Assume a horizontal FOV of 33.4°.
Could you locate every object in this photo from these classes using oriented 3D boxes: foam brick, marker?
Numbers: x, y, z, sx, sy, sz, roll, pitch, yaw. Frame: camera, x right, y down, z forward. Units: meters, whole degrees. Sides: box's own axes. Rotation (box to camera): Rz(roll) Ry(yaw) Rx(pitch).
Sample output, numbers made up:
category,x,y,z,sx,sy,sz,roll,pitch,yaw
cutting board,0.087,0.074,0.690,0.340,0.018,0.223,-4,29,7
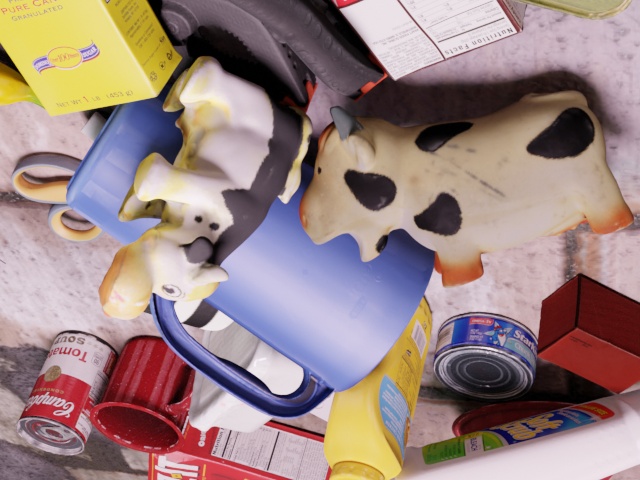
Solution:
category,x,y,z,sx,sy,sz,roll,pitch,yaw
foam brick,0.213,0.072,0.817,0.078,0.051,0.053,26,141,-13
marker,-0.126,-0.050,0.798,0.121,0.020,0.020,40,138,-14

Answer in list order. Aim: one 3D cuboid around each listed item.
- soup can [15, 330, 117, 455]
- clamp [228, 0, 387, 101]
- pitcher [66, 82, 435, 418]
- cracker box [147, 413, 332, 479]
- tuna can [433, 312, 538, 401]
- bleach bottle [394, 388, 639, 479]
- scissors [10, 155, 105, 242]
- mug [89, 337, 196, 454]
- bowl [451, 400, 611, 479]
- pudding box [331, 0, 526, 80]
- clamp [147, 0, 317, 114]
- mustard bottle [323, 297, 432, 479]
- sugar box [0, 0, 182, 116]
category,x,y,z,sx,sy,sz,roll,pitch,yaw
soup can,-0.245,0.148,1.041,0.068,0.102,0.068,10,143,8
clamp,-0.022,-0.144,0.614,0.039,0.120,0.171,-30,145,18
pitcher,-0.055,0.001,0.745,0.242,0.149,0.145,33,128,-12
cracker box,-0.075,0.257,1.142,0.213,0.072,0.164,16,142,2
tuna can,0.138,0.099,0.893,0.086,0.033,0.086,10,142,8
bleach bottle,0.187,0.166,0.847,0.251,0.102,0.068,-20,91,8
scissors,-0.147,-0.029,0.847,0.202,0.016,0.096,7,137,10
mug,-0.155,0.144,1.019,0.117,0.081,0.093,-19,131,37
bowl,0.197,0.194,0.947,0.162,0.055,0.162,4,153,2
pudding box,0.052,-0.152,0.604,0.090,0.039,0.113,-16,134,34
clamp,-0.097,-0.142,0.672,0.209,0.036,0.165,38,139,-21
mustard bottle,0.043,0.126,0.832,0.058,0.191,0.096,-1,140,21
sugar box,-0.164,-0.158,0.621,0.093,0.048,0.176,-6,132,31
